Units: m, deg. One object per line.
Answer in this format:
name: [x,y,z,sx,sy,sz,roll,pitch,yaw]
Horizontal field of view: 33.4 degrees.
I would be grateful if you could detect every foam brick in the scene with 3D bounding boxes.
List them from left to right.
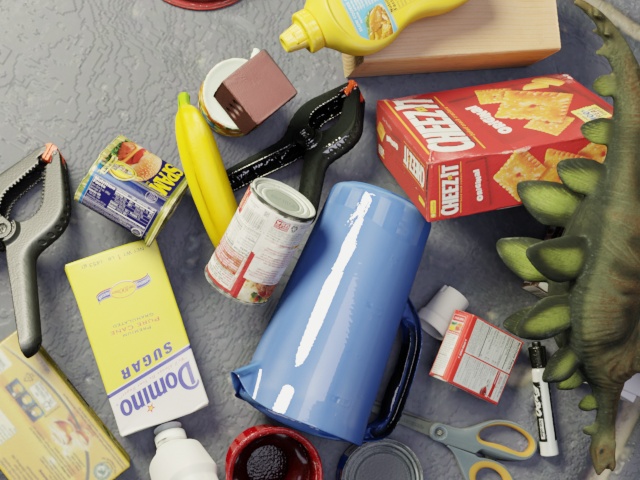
foam brick: [-0.062,-0.138,1.009,0.051,0.078,0.053,-39,95,-11]

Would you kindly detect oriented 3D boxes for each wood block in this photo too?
wood block: [0.129,-0.225,1.097,0.206,0.090,0.091,-6,88,-11]

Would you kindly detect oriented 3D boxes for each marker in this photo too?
marker: [0.236,0.167,1.133,0.020,0.020,0.121,-6,88,-11]

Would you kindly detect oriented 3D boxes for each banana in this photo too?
banana: [-0.102,-0.049,1.040,0.037,0.069,0.198,-15,101,14]

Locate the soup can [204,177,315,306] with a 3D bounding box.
soup can: [-0.057,0.001,0.996,0.068,0.068,0.102,26,112,-8]

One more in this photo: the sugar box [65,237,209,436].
sugar box: [-0.179,0.093,1.047,0.093,0.048,0.176,-19,90,-11]

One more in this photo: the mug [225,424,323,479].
mug: [-0.039,0.229,1.048,0.117,0.081,0.093,19,84,-9]

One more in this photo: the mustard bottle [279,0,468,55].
mustard bottle: [0.047,-0.229,1.006,0.191,0.058,0.096,-31,98,-10]

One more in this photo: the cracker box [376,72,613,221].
cracker box: [0.179,-0.100,1.058,0.213,0.164,0.072,-10,120,-11]

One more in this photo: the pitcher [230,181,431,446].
pitcher: [0.028,0.075,1.052,0.145,0.149,0.243,19,80,19]

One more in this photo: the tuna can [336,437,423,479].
tuna can: [0.059,0.243,1.089,0.086,0.034,0.086,1,87,-11]

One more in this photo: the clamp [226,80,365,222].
clamp: [-0.007,-0.087,1.066,0.171,0.039,0.120,-45,58,-9]

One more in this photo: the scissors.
scissors: [0.128,0.220,1.112,0.201,0.016,0.096,7,86,-10]

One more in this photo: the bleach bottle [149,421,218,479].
bleach bottle: [-0.114,0.291,1.001,0.067,0.103,0.251,3,51,-37]

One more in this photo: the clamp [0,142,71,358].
clamp: [-0.308,-0.001,1.014,0.165,0.036,0.210,11,66,12]

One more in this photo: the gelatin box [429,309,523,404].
gelatin box: [0.161,0.121,1.100,0.089,0.030,0.073,28,82,-38]

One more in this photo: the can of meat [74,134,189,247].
can of meat: [-0.178,-0.050,1.027,0.084,0.102,0.057,31,114,-5]
